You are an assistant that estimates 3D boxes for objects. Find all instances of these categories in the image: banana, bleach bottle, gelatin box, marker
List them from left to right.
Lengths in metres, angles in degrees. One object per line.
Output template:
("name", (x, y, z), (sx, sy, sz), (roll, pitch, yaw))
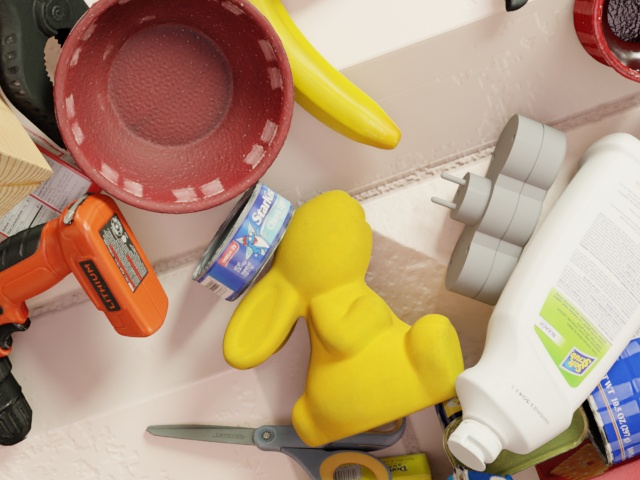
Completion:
("gelatin box", (-0.213, -0.037, 0.784), (0.089, 0.030, 0.073), (32, 102, -8))
("marker", (-0.085, -0.195, 0.755), (0.020, 0.020, 0.121), (24, 101, -6))
("banana", (-0.018, -0.138, 0.749), (0.037, 0.070, 0.197), (-45, 110, -29))
("bleach bottle", (0.163, 0.046, 0.727), (0.102, 0.068, 0.250), (43, 67, -2))

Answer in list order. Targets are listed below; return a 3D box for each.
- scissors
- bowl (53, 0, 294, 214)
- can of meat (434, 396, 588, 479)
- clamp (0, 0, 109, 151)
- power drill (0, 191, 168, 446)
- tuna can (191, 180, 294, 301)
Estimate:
("scissors", (-0.031, 0.168, 0.814), (0.201, 0.096, 0.016), (-10, 147, 0))
("bowl", (-0.102, -0.102, 0.739), (0.162, 0.055, 0.162), (-3, 107, -11))
("can of meat", (0.138, 0.128, 0.799), (0.102, 0.084, 0.057), (-26, 102, 5))
("clamp", (-0.196, -0.153, 0.713), (0.036, 0.164, 0.210), (5, 115, 33))
("power drill", (-0.208, 0.056, 0.770), (0.188, 0.057, 0.184), (-19, 112, 17))
("tuna can", (-0.055, 0.001, 0.766), (0.033, 0.086, 0.086), (34, 100, -10))
